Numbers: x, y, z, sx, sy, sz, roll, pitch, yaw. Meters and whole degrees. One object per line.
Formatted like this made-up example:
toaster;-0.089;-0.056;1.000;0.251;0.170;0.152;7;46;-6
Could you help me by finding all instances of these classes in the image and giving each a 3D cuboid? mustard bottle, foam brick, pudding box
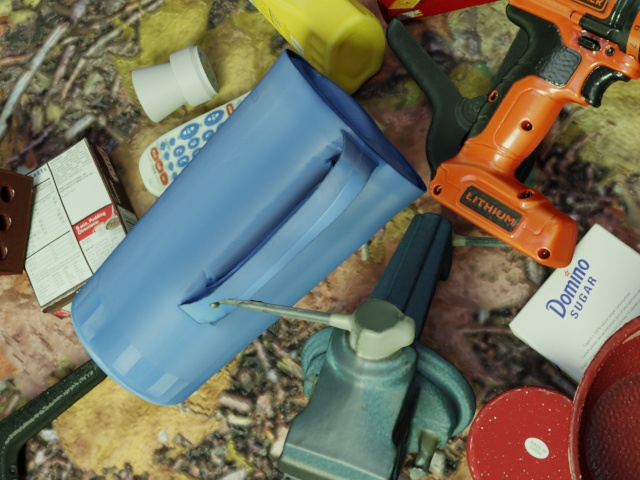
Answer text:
mustard bottle;-0.034;-0.196;0.801;0.058;0.096;0.192;-43;70;0
foam brick;-0.255;-0.014;0.799;0.051;0.052;0.078;2;84;28
pudding box;-0.191;-0.010;0.826;0.090;0.039;0.113;-30;68;9

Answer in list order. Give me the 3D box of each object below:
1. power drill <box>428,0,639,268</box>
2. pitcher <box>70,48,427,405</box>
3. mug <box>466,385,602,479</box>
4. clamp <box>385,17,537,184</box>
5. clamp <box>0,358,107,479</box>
power drill;0.166;-0.080;0.674;0.185;0.057;0.188;33;103;30
pitcher;-0.055;0.001;0.721;0.243;0.149;0.145;-45;62;11
mug;0.135;0.148;0.676;0.093;0.081;0.117;6;78;16
clamp;0.122;-0.097;0.766;0.120;0.039;0.171;-16;79;15
clamp;-0.269;0.145;0.796;0.164;0.036;0.210;25;89;6
